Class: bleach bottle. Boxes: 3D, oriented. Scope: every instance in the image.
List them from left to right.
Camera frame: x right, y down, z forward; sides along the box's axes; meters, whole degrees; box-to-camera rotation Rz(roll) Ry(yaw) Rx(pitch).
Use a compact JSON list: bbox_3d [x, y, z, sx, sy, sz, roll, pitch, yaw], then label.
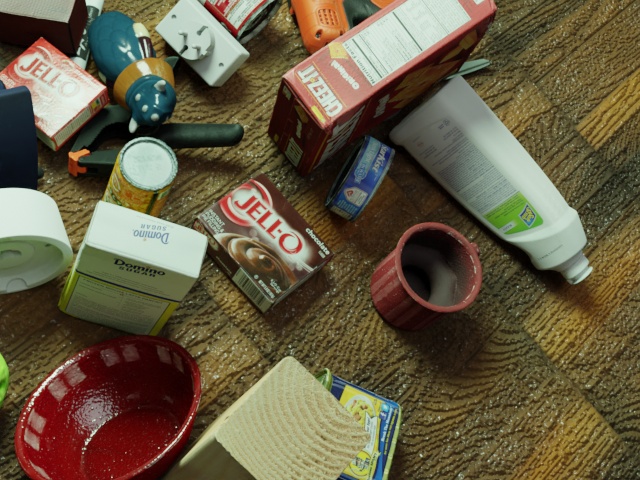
[{"bbox_3d":[0.192,-0.052,1.136,0.251,0.103,0.068,48,49,-4],"label":"bleach bottle"}]

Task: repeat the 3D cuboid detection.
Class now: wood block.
[{"bbox_3d":[-0.055,0.180,0.857,0.090,0.206,0.090,45,59,1],"label":"wood block"}]

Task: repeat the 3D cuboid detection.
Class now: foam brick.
[{"bbox_3d":[-0.270,-0.220,1.027,0.078,0.051,0.053,10,64,0],"label":"foam brick"}]

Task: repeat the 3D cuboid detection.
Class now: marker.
[{"bbox_3d":[-0.236,-0.192,1.057,0.020,0.020,0.121,16,62,-16],"label":"marker"}]

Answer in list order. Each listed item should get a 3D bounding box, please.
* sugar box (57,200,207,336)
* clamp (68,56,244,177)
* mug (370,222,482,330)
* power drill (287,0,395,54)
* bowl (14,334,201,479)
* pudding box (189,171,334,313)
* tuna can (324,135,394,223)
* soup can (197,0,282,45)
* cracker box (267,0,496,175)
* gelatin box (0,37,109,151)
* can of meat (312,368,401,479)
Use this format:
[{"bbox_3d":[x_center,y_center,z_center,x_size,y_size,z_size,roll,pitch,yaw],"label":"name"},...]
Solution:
[{"bbox_3d":[-0.161,0.029,0.898,0.093,0.176,0.048,18,62,-14],"label":"sugar box"},{"bbox_3d":[-0.161,-0.103,1.033,0.120,0.039,0.171,37,60,19],"label":"clamp"},{"bbox_3d":[0.109,0.035,1.062,0.117,0.082,0.093,-30,81,-30],"label":"mug"},{"bbox_3d":[0.049,-0.281,1.191,0.187,0.057,0.184,-1,62,-21],"label":"power drill"},{"bbox_3d":[-0.167,0.155,0.883,0.162,0.055,0.162,-12,40,10],"label":"bowl"},{"bbox_3d":[-0.057,0.001,1.034,0.089,0.039,0.113,-38,85,-31],"label":"pudding box"},{"bbox_3d":[0.039,-0.063,1.075,0.033,0.086,0.086,30,60,-6],"label":"tuna can"},{"bbox_3d":[-0.098,-0.265,1.119,0.102,0.069,0.068,45,59,2],"label":"soup can"},{"bbox_3d":[0.058,-0.164,1.051,0.213,0.164,0.072,-36,84,-13],"label":"cracker box"},{"bbox_3d":[-0.256,-0.139,1.002,0.089,0.030,0.073,39,70,13],"label":"gelatin box"},{"bbox_3d":[0.021,0.181,0.976,0.084,0.058,0.102,25,61,-13],"label":"can of meat"}]
